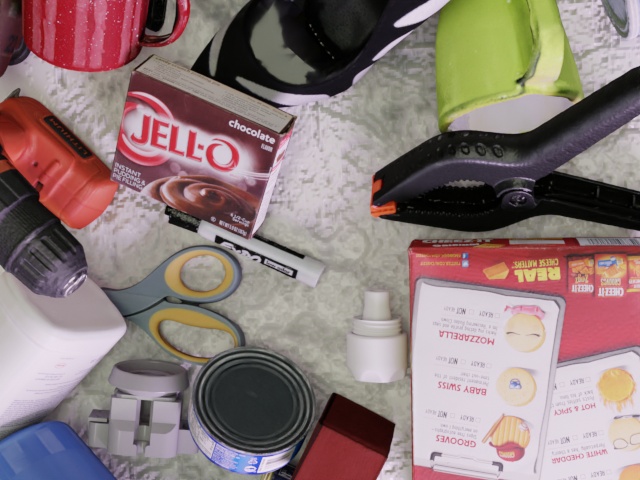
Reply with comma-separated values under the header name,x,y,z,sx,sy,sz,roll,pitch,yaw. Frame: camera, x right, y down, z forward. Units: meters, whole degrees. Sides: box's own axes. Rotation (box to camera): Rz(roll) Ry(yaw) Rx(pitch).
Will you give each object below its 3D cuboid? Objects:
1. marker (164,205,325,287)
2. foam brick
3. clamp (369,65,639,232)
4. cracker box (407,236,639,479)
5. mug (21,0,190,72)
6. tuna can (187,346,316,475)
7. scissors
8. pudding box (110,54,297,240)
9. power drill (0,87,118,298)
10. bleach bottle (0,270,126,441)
name,x,y,z,sx,sy,sz,roll,pitch,yaw
marker,-0.055,0.001,0.758,0.121,0.020,0.020,24,98,5
foam brick,0.016,0.147,0.733,0.051,0.078,0.053,25,100,4
clamp,0.137,-0.037,0.695,0.210,0.164,0.036,-11,54,27
cracker box,0.142,0.105,0.715,0.164,0.072,0.214,-1,96,8
mug,-0.142,-0.162,0.700,0.117,0.093,0.082,15,129,1
tuna can,-0.048,0.117,0.736,0.086,0.086,0.034,25,138,5
scissors,-0.144,0.029,0.775,0.202,0.016,0.096,22,96,5
pudding box,-0.082,-0.064,0.730,0.113,0.039,0.090,22,126,4
power drill,-0.197,-0.040,0.690,0.184,0.187,0.057,44,98,3
bleach bottle,-0.248,0.130,0.751,0.251,0.102,0.068,-48,69,15
